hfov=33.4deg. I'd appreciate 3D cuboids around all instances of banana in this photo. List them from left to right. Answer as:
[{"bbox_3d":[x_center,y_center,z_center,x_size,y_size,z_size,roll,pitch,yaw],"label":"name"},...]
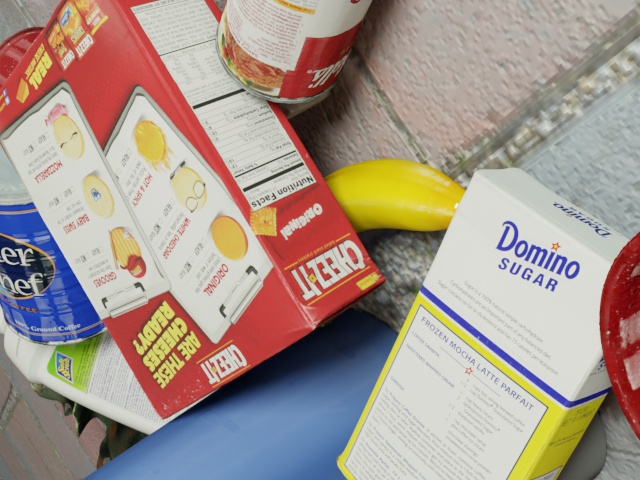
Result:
[{"bbox_3d":[0.023,-0.009,0.602,0.069,0.037,0.198,49,152,2],"label":"banana"}]

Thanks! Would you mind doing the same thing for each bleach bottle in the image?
[{"bbox_3d":[-0.153,0.086,0.831,0.251,0.102,0.068,18,178,23],"label":"bleach bottle"}]

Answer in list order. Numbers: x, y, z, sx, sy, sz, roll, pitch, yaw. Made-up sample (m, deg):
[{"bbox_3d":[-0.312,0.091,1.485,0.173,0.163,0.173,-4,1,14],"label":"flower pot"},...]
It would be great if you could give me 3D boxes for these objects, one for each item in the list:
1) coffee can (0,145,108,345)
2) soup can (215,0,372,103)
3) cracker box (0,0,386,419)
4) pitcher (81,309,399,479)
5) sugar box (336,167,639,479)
[{"bbox_3d":[-0.192,-0.010,0.755,0.103,0.102,0.140,37,146,36],"label":"coffee can"},{"bbox_3d":[-0.008,-0.122,0.505,0.068,0.068,0.102,51,151,14],"label":"soup can"},{"bbox_3d":[-0.082,-0.027,0.592,0.164,0.071,0.214,-35,85,47],"label":"cracker box"},{"bbox_3d":[-0.037,0.152,0.640,0.145,0.242,0.149,56,146,10],"label":"pitcher"},{"bbox_3d":[0.079,0.064,0.496,0.093,0.048,0.176,40,117,32],"label":"sugar box"}]
